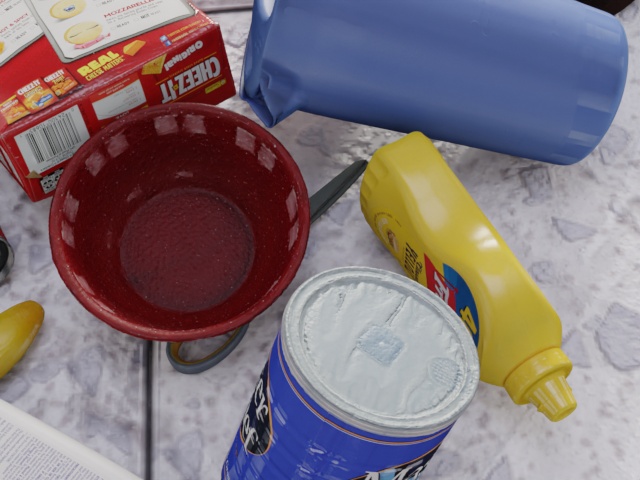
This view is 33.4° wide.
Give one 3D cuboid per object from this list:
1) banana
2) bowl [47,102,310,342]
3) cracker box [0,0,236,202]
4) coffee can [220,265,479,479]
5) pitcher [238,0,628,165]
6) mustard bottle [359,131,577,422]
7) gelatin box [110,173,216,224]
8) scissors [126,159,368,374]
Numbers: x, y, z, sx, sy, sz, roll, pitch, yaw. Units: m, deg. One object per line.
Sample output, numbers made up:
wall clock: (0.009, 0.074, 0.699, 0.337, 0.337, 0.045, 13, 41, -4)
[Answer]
banana: (-0.263, 0.093, 0.661, 0.197, 0.037, 0.070, -18, 60, -9)
bowl: (-0.087, -0.005, 0.678, 0.162, 0.055, 0.162, 0, 67, -1)
cracker box: (-0.187, -0.137, 0.763, 0.164, 0.072, 0.214, -32, 49, -18)
coffee can: (0.011, 0.098, 0.572, 0.102, 0.140, 0.103, 12, 43, -12)
pitcher: (0.075, -0.139, 0.712, 0.242, 0.149, 0.145, 13, 27, -12)
mustard bottle: (0.094, 0.029, 0.655, 0.058, 0.096, 0.192, -26, 61, -14)
gelatin box: (-0.119, -0.041, 0.745, 0.089, 0.030, 0.073, -7, 59, -3)
scissors: (-0.055, 0.001, 0.725, 0.096, 0.016, 0.201, 24, 61, 16)
